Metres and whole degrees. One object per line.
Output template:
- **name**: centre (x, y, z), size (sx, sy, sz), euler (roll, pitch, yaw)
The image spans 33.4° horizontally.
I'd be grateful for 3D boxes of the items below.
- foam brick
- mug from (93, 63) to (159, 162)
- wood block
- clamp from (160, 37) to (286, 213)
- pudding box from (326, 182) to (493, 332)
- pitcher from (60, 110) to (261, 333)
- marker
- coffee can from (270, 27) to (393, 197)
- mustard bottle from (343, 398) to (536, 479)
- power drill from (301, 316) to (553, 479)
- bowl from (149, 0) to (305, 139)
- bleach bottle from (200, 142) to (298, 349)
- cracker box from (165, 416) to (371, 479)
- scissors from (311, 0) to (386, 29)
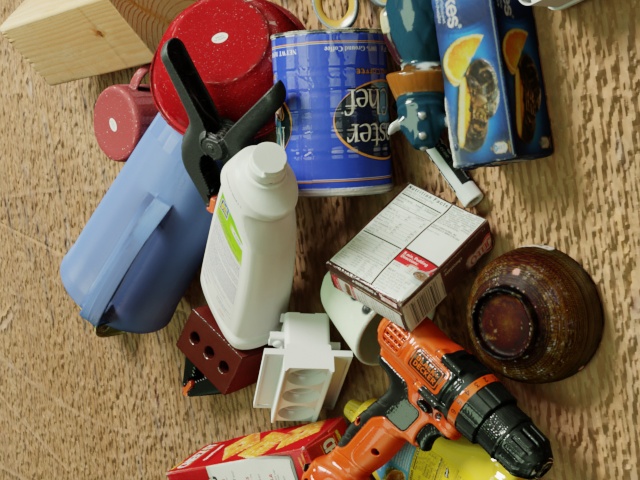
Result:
- **foam brick**: centre (-0.094, 0.105, 1.061), size (0.078, 0.051, 0.053), euler (41, 121, 24)
- **mug**: centre (-0.185, -0.137, 1.139), size (0.093, 0.081, 0.117), euler (40, 122, 33)
- **wood block**: centre (-0.239, -0.238, 1.147), size (0.207, 0.090, 0.090), euler (-1, 138, 44)
- **clamp**: centre (-0.080, -0.092, 0.944), size (0.120, 0.039, 0.171), euler (23, 139, 28)
- **pudding box**: centre (0.075, 0.011, 0.893), size (0.090, 0.113, 0.039), euler (29, 151, 38)
- **pitcher**: centre (-0.163, -0.024, 1.092), size (0.243, 0.144, 0.149), euler (-55, 47, 29)
- **marker**: centre (0.099, -0.079, 0.916), size (0.020, 0.020, 0.121), euler (-50, 63, 37)
- **coffee can**: centre (0.010, -0.111, 0.939), size (0.103, 0.102, 0.140), euler (4, 99, 44)
- **mustard bottle**: centre (0.094, 0.191, 0.937), size (0.192, 0.058, 0.096), euler (28, 117, 38)
- **power drill**: centre (0.080, 0.174, 0.875), size (0.185, 0.057, 0.188), euler (46, 110, 34)
- **bowl**: centre (-0.088, -0.172, 0.992), size (0.162, 0.055, 0.162), euler (-3, 68, 8)
- **bleach bottle**: centre (-0.056, 0.001, 0.937), size (0.102, 0.068, 0.251), euler (60, 158, 21)
- **cracker box**: centre (-0.034, 0.272, 1.048), size (0.214, 0.071, 0.164), euler (-21, 96, 44)
- **scissors**: centre (-0.003, -0.269, 0.958), size (0.096, 0.016, 0.202), euler (-46, 72, 17)
